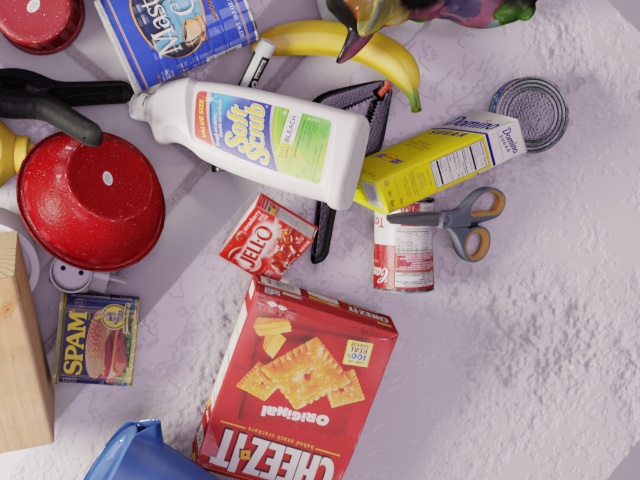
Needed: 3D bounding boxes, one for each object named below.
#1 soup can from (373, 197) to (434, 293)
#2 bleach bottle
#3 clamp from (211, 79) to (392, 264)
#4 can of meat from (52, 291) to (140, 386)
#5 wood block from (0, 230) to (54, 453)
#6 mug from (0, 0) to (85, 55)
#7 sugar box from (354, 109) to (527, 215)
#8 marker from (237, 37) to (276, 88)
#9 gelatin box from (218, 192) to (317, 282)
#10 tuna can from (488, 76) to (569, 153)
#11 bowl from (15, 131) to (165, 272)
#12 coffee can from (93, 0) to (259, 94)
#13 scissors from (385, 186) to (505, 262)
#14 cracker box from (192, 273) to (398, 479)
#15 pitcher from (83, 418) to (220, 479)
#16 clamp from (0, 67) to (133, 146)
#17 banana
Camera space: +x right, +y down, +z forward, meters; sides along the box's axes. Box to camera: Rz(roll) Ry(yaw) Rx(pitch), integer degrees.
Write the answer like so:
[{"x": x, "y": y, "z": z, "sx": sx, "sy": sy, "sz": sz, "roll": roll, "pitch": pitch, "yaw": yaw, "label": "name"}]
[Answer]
[{"x": 0.092, "y": 0.004, "z": 1.176, "sx": 0.068, "sy": 0.068, "sz": 0.102, "roll": 0, "pitch": 96, "yaw": -8, "label": "soup can"}, {"x": -0.081, "y": -0.107, "z": 1.105, "sx": 0.251, "sy": 0.068, "sz": 0.102, "roll": 14, "pitch": 90, "yaw": 15, "label": "bleach bottle"}, {"x": -0.005, "y": -0.101, "z": 1.164, "sx": 0.164, "sy": 0.036, "sz": 0.210, "roll": 36, "pitch": 91, "yaw": -16, "label": "clamp"}, {"x": -0.240, "y": 0.105, "z": 1.146, "sx": 0.084, "sy": 0.057, "sz": 0.102, "roll": 6, "pitch": 96, "yaw": -12, "label": "can of meat"}, {"x": -0.331, "y": 0.107, "z": 1.078, "sx": 0.090, "sy": 0.091, "sz": 0.206, "roll": -9, "pitch": 121, "yaw": -8, "label": "wood block"}, {"x": -0.301, "y": -0.240, "z": 1.085, "sx": 0.117, "sy": 0.081, "sz": 0.093, "roll": 12, "pitch": 94, "yaw": -9, "label": "mug"}, {"x": 0.121, "y": -0.087, "z": 1.141, "sx": 0.176, "sy": 0.093, "sz": 0.048, "roll": -27, "pitch": 112, "yaw": -15, "label": "sugar box"}, {"x": -0.082, "y": -0.159, "z": 1.142, "sx": 0.020, "sy": 0.020, "sz": 0.121, "roll": 26, "pitch": 108, "yaw": -10, "label": "marker"}, {"x": -0.058, "y": 0.002, "z": 1.151, "sx": 0.073, "sy": 0.030, "sz": 0.089, "roll": 32, "pitch": 128, "yaw": -12, "label": "gelatin box"}, {"x": 0.232, "y": -0.141, "z": 1.197, "sx": 0.086, "sy": 0.034, "sz": 0.086, "roll": -1, "pitch": 96, "yaw": -8, "label": "tuna can"}, {"x": -0.224, "y": -0.052, "z": 1.090, "sx": 0.161, "sy": 0.055, "sz": 0.162, "roll": 13, "pitch": 63, "yaw": -27, "label": "bowl"}, {"x": -0.147, "y": -0.225, "z": 1.098, "sx": 0.140, "sy": 0.103, "sz": 0.103, "roll": -24, "pitch": 99, "yaw": -5, "label": "coffee can"}, {"x": 0.135, "y": -0.006, "z": 1.154, "sx": 0.201, "sy": 0.016, "sz": 0.096, "roll": -20, "pitch": 121, "yaw": -41, "label": "scissors"}, {"x": -0.030, "y": 0.163, "z": 1.161, "sx": 0.164, "sy": 0.072, "sz": 0.214, "roll": 18, "pitch": 102, "yaw": -9, "label": "cracker box"}, {"x": -0.141, "y": 0.311, "z": 1.111, "sx": 0.242, "sy": 0.149, "sz": 0.145, "roll": 35, "pitch": 48, "yaw": -13, "label": "pitcher"}, {"x": -0.281, "y": -0.150, "z": 1.104, "sx": 0.171, "sy": 0.120, "sz": 0.039, "roll": 19, "pitch": 118, "yaw": 8, "label": "clamp"}, {"x": 0.027, "y": -0.202, "z": 1.144, "sx": 0.198, "sy": 0.037, "sz": 0.069, "roll": 21, "pitch": 63, "yaw": 8, "label": "banana"}]
